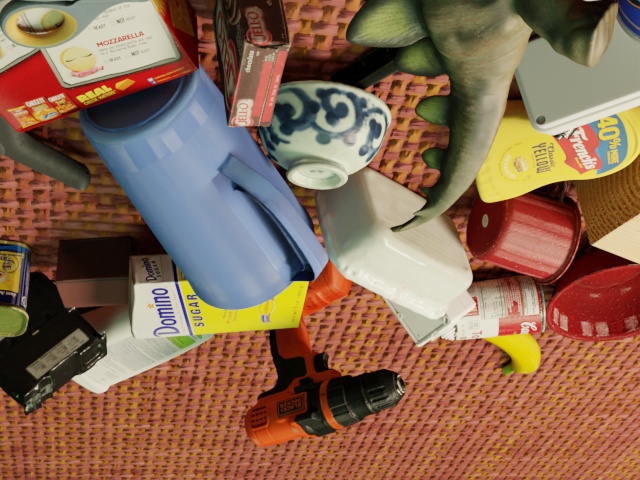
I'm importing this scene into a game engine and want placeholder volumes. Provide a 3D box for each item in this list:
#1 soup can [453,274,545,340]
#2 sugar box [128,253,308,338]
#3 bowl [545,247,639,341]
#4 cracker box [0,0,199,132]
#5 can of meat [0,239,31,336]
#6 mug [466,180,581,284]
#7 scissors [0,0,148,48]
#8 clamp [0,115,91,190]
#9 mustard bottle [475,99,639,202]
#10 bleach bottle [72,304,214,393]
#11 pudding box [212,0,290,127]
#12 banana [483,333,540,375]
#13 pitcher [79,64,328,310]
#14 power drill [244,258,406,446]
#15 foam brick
[{"bbox_3d":[0.196,0.075,1.203,0.102,0.068,0.068,-6,145,1],"label":"soup can"},{"bbox_3d":[-0.105,0.054,1.083,0.176,0.048,0.093,-5,140,-15],"label":"sugar box"},{"bbox_3d":[0.327,0.051,1.195,0.162,0.055,0.162,-3,145,-2],"label":"bowl"},{"bbox_3d":[-0.206,-0.188,0.774,0.164,0.072,0.213,-17,143,13],"label":"cracker box"},{"bbox_3d":[-0.346,0.045,1.082,0.102,0.084,0.058,7,144,-17],"label":"can of meat"},{"bbox_3d":[0.203,-0.021,1.060,0.081,0.093,0.117,16,110,-20],"label":"mug"},{"bbox_3d":[-0.137,-0.163,0.744,0.201,0.016,0.096,7,143,-18],"label":"scissors"},{"bbox_3d":[-0.298,-0.084,0.943,0.120,0.039,0.171,-22,136,17],"label":"clamp"},{"bbox_3d":[0.231,-0.096,0.967,0.192,0.058,0.096,-13,129,10],"label":"mustard bottle"},{"bbox_3d":[-0.172,0.095,1.196,0.251,0.068,0.102,-21,143,18],"label":"bleach bottle"},{"bbox_3d":[-0.054,-0.155,0.802,0.039,0.113,0.090,1,145,-15],"label":"pudding box"},{"bbox_3d":[0.225,0.126,1.307,0.070,0.037,0.197,-21,142,20],"label":"banana"},{"bbox_3d":[-0.098,-0.051,0.930,0.149,0.145,0.242,-19,140,11],"label":"pitcher"},{"bbox_3d":[0.000,0.115,1.135,0.185,0.187,0.057,-20,141,23],"label":"power drill"},{"bbox_3d":[-0.231,0.033,1.107,0.078,0.053,0.051,-3,145,-1],"label":"foam brick"}]
